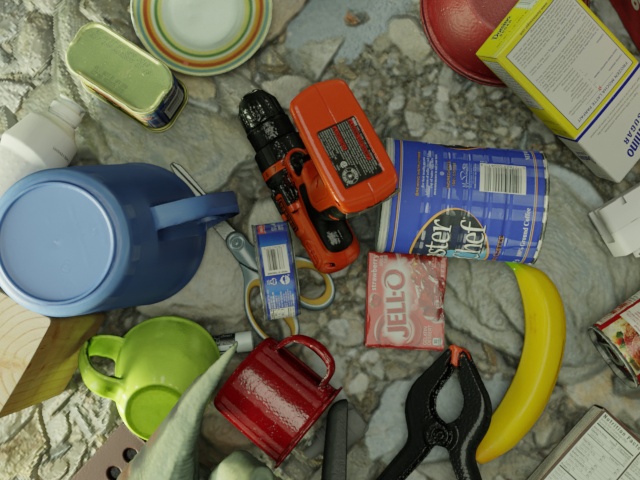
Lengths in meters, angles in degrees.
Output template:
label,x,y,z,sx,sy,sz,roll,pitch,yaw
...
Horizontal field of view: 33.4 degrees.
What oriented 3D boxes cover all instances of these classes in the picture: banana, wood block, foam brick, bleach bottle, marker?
label,x,y,z,sx,sy,sz,roll,pitch,yaw
banana,0.186,0.110,0.976,0.070,0.037,0.198,7,84,25
wood block,-0.259,0.082,0.892,0.091,0.206,0.090,29,88,1
foam brick,-0.181,0.207,0.963,0.053,0.051,0.078,41,88,2
bleach bottle,-0.291,-0.019,0.961,0.068,0.102,0.251,31,81,12
marker,-0.122,0.099,0.984,0.121,0.020,0.020,-7,87,0

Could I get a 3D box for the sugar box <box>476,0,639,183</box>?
label,x,y,z,sx,sy,sz,roll,pitch,yaw
sugar box,0.231,-0.141,0.950,0.176,0.048,0.093,41,89,-25

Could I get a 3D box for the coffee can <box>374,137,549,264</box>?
label,x,y,z,sx,sy,sz,roll,pitch,yaw
coffee can,0.123,-0.035,0.948,0.140,0.103,0.103,5,87,0

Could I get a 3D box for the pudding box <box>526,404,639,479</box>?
label,x,y,z,sx,sy,sz,roll,pitch,yaw
pudding box,0.249,0.220,0.967,0.090,0.039,0.113,43,86,3

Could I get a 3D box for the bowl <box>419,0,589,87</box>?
label,x,y,z,sx,sy,sz,roll,pitch,yaw
bowl,0.174,-0.225,0.981,0.162,0.055,0.162,0,87,0

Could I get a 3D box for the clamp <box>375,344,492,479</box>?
label,x,y,z,sx,sy,sz,roll,pitch,yaw
clamp,0.118,0.183,0.958,0.120,0.039,0.171,19,90,16

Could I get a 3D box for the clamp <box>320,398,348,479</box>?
label,x,y,z,sx,sy,sz,roll,pitch,yaw
clamp,0.030,0.261,0.902,0.164,0.036,0.210,31,71,10

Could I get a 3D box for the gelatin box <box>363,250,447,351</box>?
label,x,y,z,sx,sy,sz,roll,pitch,yaw
gelatin box,0.078,0.056,0.979,0.073,0.030,0.089,3,87,1

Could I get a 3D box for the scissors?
label,x,y,z,sx,sy,sz,roll,pitch,yaw
scissors,-0.056,0.001,0.991,0.096,0.016,0.202,-24,87,-2

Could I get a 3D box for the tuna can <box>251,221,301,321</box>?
label,x,y,z,sx,sy,sz,roll,pitch,yaw
tuna can,-0.039,0.026,0.937,0.033,0.086,0.086,-8,87,-4

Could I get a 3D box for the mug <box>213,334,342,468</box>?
label,x,y,z,sx,sy,sz,roll,pitch,yaw
mug,-0.034,0.132,0.943,0.081,0.093,0.117,39,116,7

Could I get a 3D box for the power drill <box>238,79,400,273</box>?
label,x,y,z,sx,sy,sz,roll,pitch,yaw
power drill,-0.007,-0.070,0.910,0.057,0.188,0.184,-29,85,-15

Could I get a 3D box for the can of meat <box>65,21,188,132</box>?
label,x,y,z,sx,sy,sz,roll,pitch,yaw
can of meat,-0.175,-0.147,0.965,0.102,0.084,0.057,33,87,2

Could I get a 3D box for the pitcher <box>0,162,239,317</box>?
label,x,y,z,sx,sy,sz,roll,pitch,yaw
pitcher,-0.169,-0.006,0.876,0.145,0.243,0.149,30,94,3
